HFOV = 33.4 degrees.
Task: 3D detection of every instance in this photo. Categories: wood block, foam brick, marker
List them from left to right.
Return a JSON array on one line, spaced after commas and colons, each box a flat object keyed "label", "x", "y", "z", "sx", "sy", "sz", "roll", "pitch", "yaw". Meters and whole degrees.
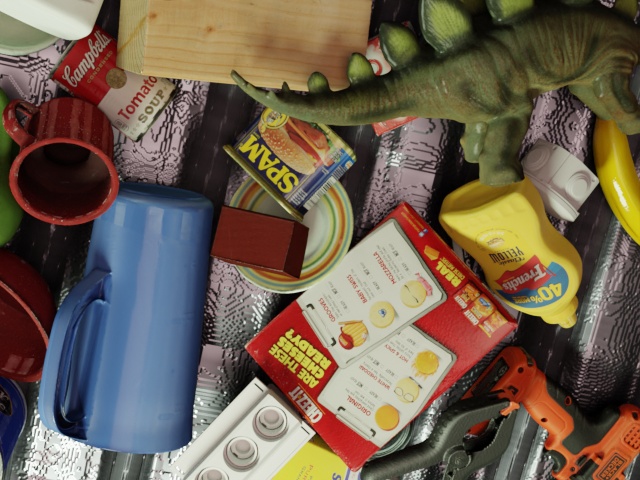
[{"label": "wood block", "x": -0.068, "y": -0.186, "z": 0.957, "sx": 0.205, "sy": 0.091, "sz": 0.090, "roll": 2, "pitch": 102, "yaw": -25}, {"label": "foam brick", "x": -0.057, "y": 0.001, "z": 1.013, "sx": 0.078, "sy": 0.053, "sz": 0.051, "roll": 12, "pitch": 84, "yaw": 16}, {"label": "marker", "x": 0.146, "y": 0.036, "z": 1.095, "sx": 0.020, "sy": 0.020, "sz": 0.121, "roll": -10, "pitch": 103, "yaw": -4}]

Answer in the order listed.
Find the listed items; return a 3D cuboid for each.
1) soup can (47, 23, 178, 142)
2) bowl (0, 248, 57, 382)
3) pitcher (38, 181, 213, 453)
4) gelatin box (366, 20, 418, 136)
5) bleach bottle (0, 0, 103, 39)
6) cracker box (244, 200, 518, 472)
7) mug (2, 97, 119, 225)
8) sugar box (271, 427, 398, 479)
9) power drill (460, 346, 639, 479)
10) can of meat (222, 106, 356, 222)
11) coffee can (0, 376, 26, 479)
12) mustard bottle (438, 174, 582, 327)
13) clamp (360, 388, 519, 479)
[{"label": "soup can", "x": -0.192, "y": -0.147, "z": 0.994, "sx": 0.102, "sy": 0.068, "sz": 0.068, "roll": 37, "pitch": 96, "yaw": -13}, {"label": "bowl", "x": -0.305, "y": 0.058, "z": 1.008, "sx": 0.162, "sy": 0.055, "sz": 0.162, "roll": 19, "pitch": 137, "yaw": 19}, {"label": "pitcher", "x": -0.177, "y": 0.071, "z": 1.007, "sx": 0.145, "sy": 0.149, "sz": 0.243, "roll": 8, "pitch": 98, "yaw": -9}, {"label": "gelatin box", "x": 0.070, "y": -0.156, "z": 1.030, "sx": 0.073, "sy": 0.030, "sz": 0.089, "roll": -23, "pitch": 103, "yaw": 16}, {"label": "bleach bottle", "x": -0.209, "y": -0.309, "z": 0.931, "sx": 0.102, "sy": 0.068, "sz": 0.251, "roll": 23, "pitch": 78, "yaw": -32}, {"label": "cracker box", "x": 0.061, "y": 0.093, "z": 1.048, "sx": 0.214, "sy": 0.072, "sz": 0.164, "roll": -43, "pitch": 79, "yaw": 5}, {"label": "mug", "x": -0.234, "y": -0.081, "z": 0.948, "sx": 0.093, "sy": 0.081, "sz": 0.117, "roll": -37, "pitch": 125, "yaw": 20}, {"label": "sugar box", "x": -0.014, "y": 0.251, "z": 1.110, "sx": 0.176, "sy": 0.048, "sz": 0.093, "roll": 27, "pitch": 96, "yaw": -9}, {"label": "power drill", "x": 0.233, "y": 0.214, "z": 1.126, "sx": 0.187, "sy": 0.057, "sz": 0.184, "roll": 36, "pitch": 97, "yaw": -14}, {"label": "can of meat", "x": -0.027, "y": -0.082, "z": 1.018, "sx": 0.084, "sy": 0.057, "sz": 0.102, "roll": -46, "pitch": 72, "yaw": 2}, {"label": "coffee can", "x": -0.341, "y": 0.186, "z": 1.012, "sx": 0.102, "sy": 0.140, "sz": 0.103, "roll": -1, "pitch": 102, "yaw": -6}, {"label": "mustard bottle", "x": 0.204, "y": 0.020, "z": 1.062, "sx": 0.096, "sy": 0.058, "sz": 0.191, "roll": -19, "pitch": 125, "yaw": 34}, {"label": "clamp", "x": 0.124, "y": 0.210, "z": 1.067, "sx": 0.120, "sy": 0.039, "sz": 0.171, "roll": 28, "pitch": 104, "yaw": -27}]
